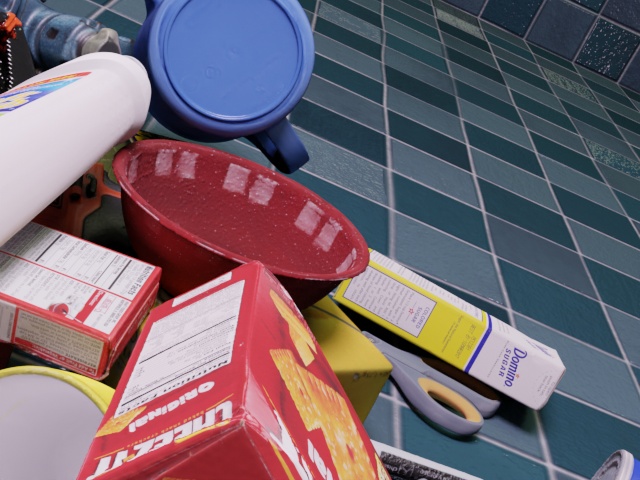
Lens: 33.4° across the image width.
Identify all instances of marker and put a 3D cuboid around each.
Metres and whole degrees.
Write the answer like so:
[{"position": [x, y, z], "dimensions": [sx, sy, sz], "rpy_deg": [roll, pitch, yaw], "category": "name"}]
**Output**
[{"position": [0.075, 0.150, 0.673], "dimensions": [0.121, 0.020, 0.020], "rpy_deg": [21, 23, -12], "category": "marker"}]

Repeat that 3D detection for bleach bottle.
[{"position": [-0.168, -0.049, 0.574], "dimensions": [0.103, 0.068, 0.250], "rpy_deg": [-9, 22, 23], "category": "bleach bottle"}]

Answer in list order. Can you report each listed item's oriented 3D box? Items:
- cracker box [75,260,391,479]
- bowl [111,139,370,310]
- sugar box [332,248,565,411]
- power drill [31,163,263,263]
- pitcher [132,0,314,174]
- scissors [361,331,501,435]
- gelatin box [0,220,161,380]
[{"position": [-0.015, 0.112, 0.439], "dimensions": [0.164, 0.072, 0.213], "rpy_deg": [62, 4, -12], "category": "cracker box"}, {"position": [-0.054, 0.001, 0.635], "dimensions": [0.162, 0.055, 0.162], "rpy_deg": [21, 21, -9], "category": "bowl"}, {"position": [0.099, 0.067, 0.829], "dimensions": [0.176, 0.048, 0.093], "rpy_deg": [31, 7, 6], "category": "sugar box"}, {"position": [-0.119, -0.026, 0.727], "dimensions": [0.187, 0.057, 0.184], "rpy_deg": [12, 50, -18], "category": "power drill"}, {"position": [-0.067, -0.126, 0.793], "dimensions": [0.149, 0.145, 0.243], "rpy_deg": [9, 6, -10], "category": "pitcher"}, {"position": [0.042, 0.088, 0.776], "dimensions": [0.201, 0.016, 0.096], "rpy_deg": [24, 18, -6], "category": "scissors"}, {"position": [-0.135, 0.028, 0.547], "dimensions": [0.089, 0.030, 0.073], "rpy_deg": [21, 29, 2], "category": "gelatin box"}]
